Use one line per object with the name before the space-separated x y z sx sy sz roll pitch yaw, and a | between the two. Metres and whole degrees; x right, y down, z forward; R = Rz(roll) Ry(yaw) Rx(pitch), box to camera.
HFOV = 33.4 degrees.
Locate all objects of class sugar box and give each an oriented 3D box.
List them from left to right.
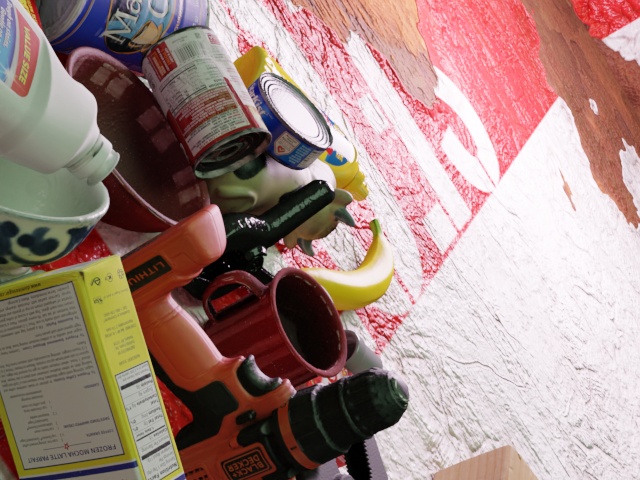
sugar box | -0.136 0.104 0.617 0.048 0.093 0.176 -26 101 -60

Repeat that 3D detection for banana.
banana | 0.031 0.035 1.050 0.069 0.037 0.197 50 28 4

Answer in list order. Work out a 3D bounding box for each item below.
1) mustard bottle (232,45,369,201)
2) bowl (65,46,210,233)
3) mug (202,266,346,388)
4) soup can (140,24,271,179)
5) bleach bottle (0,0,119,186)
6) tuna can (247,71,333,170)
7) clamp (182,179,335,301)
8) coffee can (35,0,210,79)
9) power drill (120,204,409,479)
mustard bottle | -0.016 -0.103 1.072 0.191 0.058 0.096 43 28 -30
bowl | -0.153 -0.063 0.800 0.162 0.055 0.162 51 18 -24
mug | -0.046 0.071 0.839 0.117 0.082 0.093 47 31 -25
soup can | -0.091 -0.109 0.840 0.068 0.069 0.102 -5 64 -59
bleach bottle | -0.214 -0.129 0.624 0.250 0.068 0.102 45 35 -29
tuna can | -0.031 -0.101 0.912 0.086 0.034 0.086 38 25 -22
clamp | -0.056 0.001 0.867 0.039 0.120 0.171 33 19 27
coffee can | -0.172 -0.192 0.854 0.140 0.103 0.103 9 57 -56
power drill | -0.056 0.074 0.707 0.187 0.185 0.057 60 23 -7
